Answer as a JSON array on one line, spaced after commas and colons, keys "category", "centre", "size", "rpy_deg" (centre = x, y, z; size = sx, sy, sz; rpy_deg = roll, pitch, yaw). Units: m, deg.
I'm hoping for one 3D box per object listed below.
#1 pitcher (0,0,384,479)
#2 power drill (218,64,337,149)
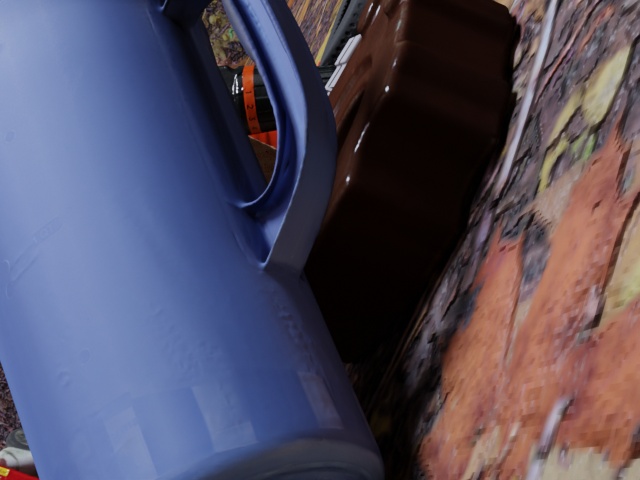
[{"category": "pitcher", "centre": [-0.062, 0.006, 0.409], "size": [0.149, 0.144, 0.243], "rpy_deg": [97, 152, -50]}, {"category": "power drill", "centre": [-0.059, -0.101, 0.877], "size": [0.187, 0.184, 0.057], "rpy_deg": [51, -145, -82]}]
